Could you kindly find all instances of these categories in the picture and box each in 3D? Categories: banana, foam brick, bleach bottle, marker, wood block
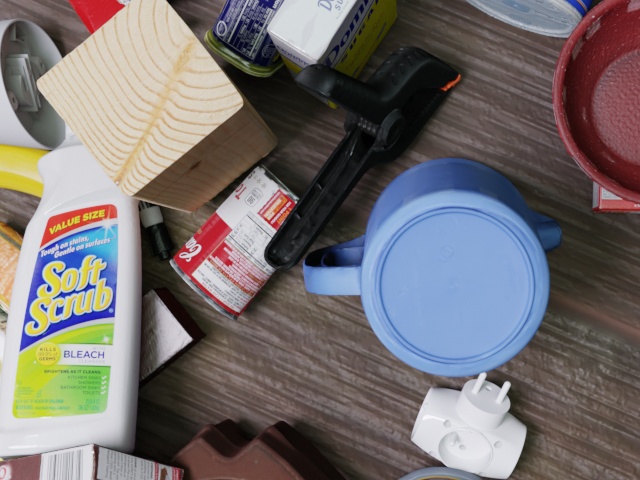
[{"bbox_3d":[-0.216,-0.037,0.837,0.198,0.037,0.069,29,88,4],"label":"banana"},{"bbox_3d":[-0.138,0.079,0.822,0.078,0.053,0.051,-39,87,3],"label":"foam brick"},{"bbox_3d":[-0.181,0.029,0.773,0.102,0.068,0.251,-1,77,-4],"label":"bleach bottle"},{"bbox_3d":[-0.141,-0.042,0.841,0.020,0.020,0.121,-20,88,3],"label":"marker"},{"bbox_3d":[-0.097,-0.082,0.710,0.091,0.206,0.090,-39,87,1],"label":"wood block"}]

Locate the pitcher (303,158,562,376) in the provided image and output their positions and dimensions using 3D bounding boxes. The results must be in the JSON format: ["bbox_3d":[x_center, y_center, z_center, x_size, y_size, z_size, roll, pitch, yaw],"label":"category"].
[{"bbox_3d":[0.077,0.016,0.715,0.145,0.242,0.149,39,98,2],"label":"pitcher"}]

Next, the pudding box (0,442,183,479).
[{"bbox_3d":[-0.165,0.171,0.729,0.114,0.089,0.039,-14,63,31],"label":"pudding box"}]

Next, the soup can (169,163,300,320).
[{"bbox_3d":[-0.055,0.001,0.811,0.068,0.068,0.102,43,91,3],"label":"soup can"}]

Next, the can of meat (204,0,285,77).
[{"bbox_3d":[-0.030,-0.179,0.781,0.057,0.102,0.084,33,123,4],"label":"can of meat"}]

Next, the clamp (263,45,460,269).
[{"bbox_3d":[0.036,-0.089,0.753,0.036,0.165,0.209,33,52,20],"label":"clamp"}]

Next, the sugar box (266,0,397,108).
[{"bbox_3d":[0.014,-0.155,0.754,0.048,0.176,0.093,33,91,3],"label":"sugar box"}]
